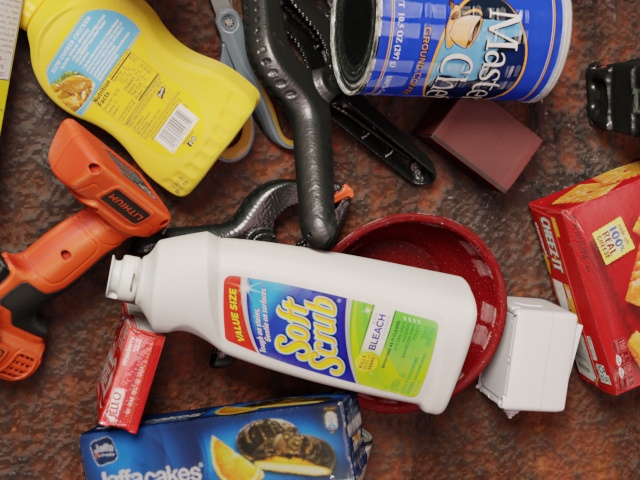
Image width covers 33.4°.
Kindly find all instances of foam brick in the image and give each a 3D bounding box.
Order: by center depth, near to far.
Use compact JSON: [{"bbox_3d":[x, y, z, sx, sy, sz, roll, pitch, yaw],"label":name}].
[{"bbox_3d":[0.121,-0.080,0.829,0.078,0.053,0.051,35,90,-16],"label":"foam brick"}]

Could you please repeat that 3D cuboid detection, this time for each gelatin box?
[{"bbox_3d":[-0.140,0.091,0.779,0.030,0.089,0.073,17,95,-14],"label":"gelatin box"}]

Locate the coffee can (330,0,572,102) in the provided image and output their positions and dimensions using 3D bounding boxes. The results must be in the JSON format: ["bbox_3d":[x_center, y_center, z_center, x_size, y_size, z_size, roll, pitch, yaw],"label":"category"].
[{"bbox_3d":[0.088,-0.150,0.745,0.140,0.103,0.103,0,99,-16],"label":"coffee can"}]

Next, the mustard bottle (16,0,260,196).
[{"bbox_3d":[-0.144,-0.123,0.753,0.191,0.058,0.096,37,113,-8],"label":"mustard bottle"}]

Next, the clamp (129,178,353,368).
[{"bbox_3d":[-0.055,0.001,0.810,0.171,0.039,0.120,-44,109,-9],"label":"clamp"}]

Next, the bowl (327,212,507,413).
[{"bbox_3d":[0.060,0.050,0.828,0.162,0.055,0.162,-3,107,-11],"label":"bowl"}]

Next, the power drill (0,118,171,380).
[{"bbox_3d":[-0.207,0.007,0.715,0.188,0.057,0.184,-41,149,5],"label":"power drill"}]

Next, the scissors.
[{"bbox_3d":[-0.080,-0.145,0.793,0.096,0.016,0.201,-36,104,-5],"label":"scissors"}]

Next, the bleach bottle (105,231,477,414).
[{"bbox_3d":[-0.024,0.053,0.748,0.250,0.068,0.103,10,116,-11],"label":"bleach bottle"}]

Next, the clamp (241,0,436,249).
[{"bbox_3d":[0.006,-0.107,0.787,0.164,0.036,0.210,-20,86,-51],"label":"clamp"}]
